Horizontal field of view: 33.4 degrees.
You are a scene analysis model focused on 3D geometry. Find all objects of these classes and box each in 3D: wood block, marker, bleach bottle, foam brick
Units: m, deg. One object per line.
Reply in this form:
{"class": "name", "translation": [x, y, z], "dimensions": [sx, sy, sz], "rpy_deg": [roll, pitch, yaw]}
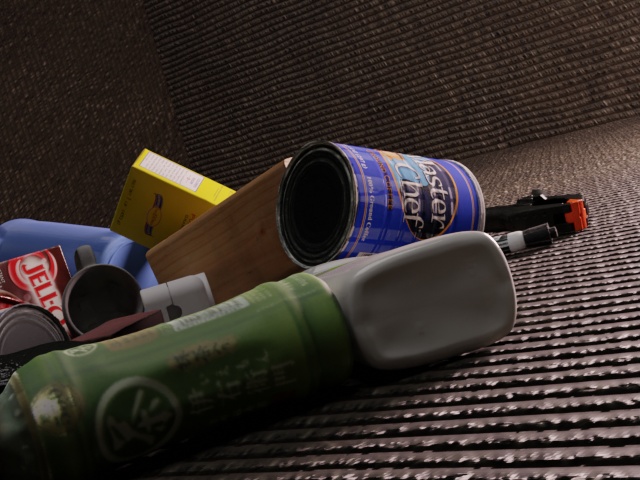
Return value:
{"class": "wood block", "translation": [-0.057, 0.001, 0.999], "dimensions": [0.207, 0.090, 0.090], "rpy_deg": [-30, -6, 39]}
{"class": "marker", "translation": [0.149, 0.007, 0.944], "dimensions": [0.121, 0.020, 0.020], "rpy_deg": [-15, 5, 16]}
{"class": "bleach bottle", "translation": [0.035, 0.038, 0.714], "dimensions": [0.102, 0.068, 0.251], "rpy_deg": [-15, 2, -12]}
{"class": "foam brick", "translation": [-0.148, 0.088, 0.785], "dimensions": [0.051, 0.053, 0.078], "rpy_deg": [-14, 6, 21]}

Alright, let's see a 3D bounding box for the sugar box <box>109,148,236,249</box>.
{"class": "sugar box", "translation": [-0.124, -0.016, 1.122], "dimensions": [0.093, 0.176, 0.048], "rpy_deg": [-64, 0, 36]}

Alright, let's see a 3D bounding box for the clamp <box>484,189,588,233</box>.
{"class": "clamp", "translation": [0.212, -0.029, 1.040], "dimensions": [0.120, 0.039, 0.172], "rpy_deg": [-23, 13, -26]}

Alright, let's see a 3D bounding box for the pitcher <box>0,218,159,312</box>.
{"class": "pitcher", "translation": [-0.294, 0.045, 1.309], "dimensions": [0.243, 0.145, 0.148], "rpy_deg": [2, 17, 42]}

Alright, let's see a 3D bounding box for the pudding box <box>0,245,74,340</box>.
{"class": "pudding box", "translation": [-0.315, 0.071, 1.180], "dimensions": [0.089, 0.113, 0.039], "rpy_deg": [-19, -1, -32]}

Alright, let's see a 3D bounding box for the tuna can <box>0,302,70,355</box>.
{"class": "tuna can", "translation": [-0.225, 0.092, 0.797], "dimensions": [0.034, 0.086, 0.086], "rpy_deg": [-15, 4, 30]}

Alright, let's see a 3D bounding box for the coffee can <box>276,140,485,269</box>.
{"class": "coffee can", "translation": [0.049, -0.023, 0.873], "dimensions": [0.140, 0.103, 0.103], "rpy_deg": [5, -9, -37]}
